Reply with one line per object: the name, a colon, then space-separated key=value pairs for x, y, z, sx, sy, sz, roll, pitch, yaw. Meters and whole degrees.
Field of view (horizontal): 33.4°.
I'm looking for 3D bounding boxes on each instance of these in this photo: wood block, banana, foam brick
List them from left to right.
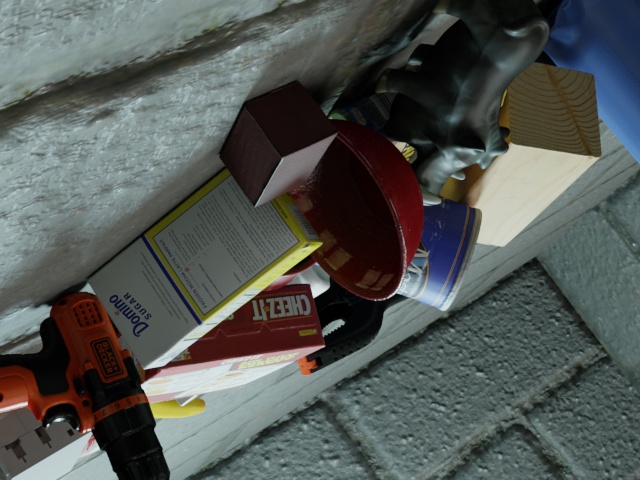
banana: x=-0.205 y=0.175 z=1.223 sx=0.070 sy=0.037 sz=0.197 roll=-13 pitch=152 yaw=18
foam brick: x=-0.033 y=-0.071 z=0.792 sx=0.052 sy=0.051 sz=0.078 roll=-27 pitch=166 yaw=-31
wood block: x=0.180 y=-0.078 z=1.035 sx=0.090 sy=0.091 sz=0.206 roll=8 pitch=155 yaw=-13

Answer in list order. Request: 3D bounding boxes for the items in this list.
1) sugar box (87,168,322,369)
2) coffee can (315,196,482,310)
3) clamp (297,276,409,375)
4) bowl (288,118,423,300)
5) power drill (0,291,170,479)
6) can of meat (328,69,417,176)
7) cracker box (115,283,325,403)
sugar box: x=-0.095 y=0.018 z=0.872 sx=0.176 sy=0.093 sz=0.048 roll=-37 pitch=168 yaw=15
coffee can: x=0.069 y=-0.005 z=1.009 sx=0.103 sy=0.140 sz=0.103 roll=-167 pitch=-83 yaw=-89
clamp: x=0.045 y=0.065 z=1.119 sx=0.165 sy=0.036 sz=0.209 roll=3 pitch=-143 yaw=30
bowl: x=0.031 y=-0.035 z=0.844 sx=0.055 sy=0.162 sz=0.162 roll=-30 pitch=168 yaw=-27
power drill: x=-0.224 y=0.142 z=0.832 sx=0.187 sy=0.184 sz=0.057 roll=-15 pitch=159 yaw=-36
can of meat: x=0.047 y=-0.092 z=0.928 sx=0.083 sy=0.057 sz=0.102 roll=-27 pitch=166 yaw=-23
cracker box: x=-0.117 y=0.105 z=1.052 sx=0.163 sy=0.072 sz=0.214 roll=-6 pitch=165 yaw=-28
